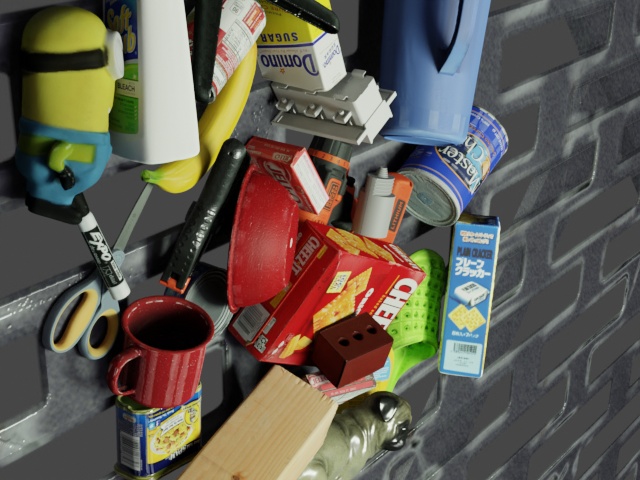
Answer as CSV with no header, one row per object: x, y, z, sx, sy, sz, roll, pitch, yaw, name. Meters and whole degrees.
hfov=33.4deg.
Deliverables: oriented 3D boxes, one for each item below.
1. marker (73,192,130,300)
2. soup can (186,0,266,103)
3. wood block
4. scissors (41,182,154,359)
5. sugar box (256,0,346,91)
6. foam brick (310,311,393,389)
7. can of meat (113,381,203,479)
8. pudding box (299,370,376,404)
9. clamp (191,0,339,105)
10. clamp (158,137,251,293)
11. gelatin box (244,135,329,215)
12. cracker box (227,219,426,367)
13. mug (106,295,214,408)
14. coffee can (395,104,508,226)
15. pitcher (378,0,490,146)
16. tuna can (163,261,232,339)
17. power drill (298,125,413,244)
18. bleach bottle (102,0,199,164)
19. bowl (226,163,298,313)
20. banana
-0.211,0.003,1.005,0.020,0.020,0.121,-42,125,-36,marker
-0.105,-0.193,1.037,0.102,0.069,0.068,-58,143,-19,soup can
-0.076,0.246,1.177,0.205,0.091,0.090,-47,162,-43,wood block
-0.200,0.034,1.056,0.201,0.016,0.096,-56,143,-22,scissors
-0.037,-0.239,1.089,0.048,0.093,0.176,-45,137,-33,sugar box
0.038,0.128,1.249,0.078,0.053,0.051,-20,141,-36,foam brick
-0.171,0.197,1.136,0.101,0.058,0.084,-21,119,-49,can of meat
0.004,0.181,1.305,0.089,0.114,0.039,-9,74,-28,pudding box
-0.096,-0.239,0.983,0.164,0.036,0.210,-39,104,-19,clamp
-0.116,-0.029,1.109,0.171,0.039,0.120,-61,175,8,clamp
-0.038,-0.072,1.181,0.030,0.073,0.089,-56,143,-22,gelatin box
0.015,0.072,1.279,0.164,0.072,0.213,-54,148,14,cracker box
-0.166,0.119,1.070,0.117,0.093,0.082,-28,141,-47,mug
0.175,-0.103,1.437,0.140,0.103,0.103,-52,141,-27,coffee can
0.134,-0.237,1.249,0.149,0.145,0.243,4,93,-63,pitcher
-0.131,0.066,1.151,0.085,0.034,0.086,-28,127,-45,tuna can
0.040,-0.070,1.308,0.187,0.057,0.184,20,92,-53,power drill
-0.159,-0.200,0.949,0.067,0.103,0.251,-15,111,-34,bleach bottle
-0.057,0.001,1.140,0.162,0.055,0.162,8,89,-86,bowl
-0.112,-0.116,1.079,0.197,0.037,0.070,-59,167,-24,banana
